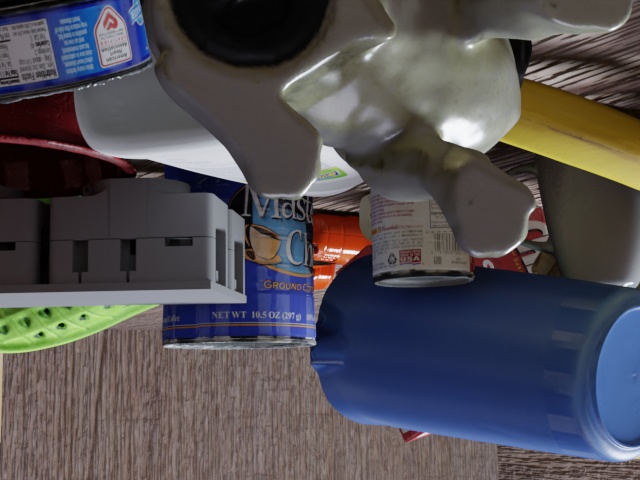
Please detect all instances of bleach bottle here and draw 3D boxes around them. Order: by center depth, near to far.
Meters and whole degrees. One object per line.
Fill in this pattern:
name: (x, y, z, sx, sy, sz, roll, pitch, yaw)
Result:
bleach bottle: (-0.030, -0.060, 0.579, 0.103, 0.068, 0.250, -3, 174, 15)

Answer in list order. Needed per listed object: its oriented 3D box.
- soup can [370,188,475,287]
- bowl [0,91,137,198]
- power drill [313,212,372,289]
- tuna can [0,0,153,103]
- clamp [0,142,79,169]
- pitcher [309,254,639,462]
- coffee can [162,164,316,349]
soup can: (0.066, -0.023, 0.700, 0.068, 0.102, 0.068, -1, 172, 0)
bowl: (-0.179, -0.062, 0.566, 0.162, 0.055, 0.162, -1, 172, 0)
power drill: (0.025, 0.013, 1.113, 0.184, 0.057, 0.188, 8, 166, -31)
tuna can: (-0.111, -0.079, 0.418, 0.086, 0.034, 0.086, -8, -162, 2)
clamp: (-0.218, -0.053, 0.692, 0.210, 0.036, 0.164, -3, 173, 39)
pitcher: (0.125, 0.078, 0.747, 0.243, 0.149, 0.145, 3, 137, 51)
coffee can: (-0.055, 0.001, 0.717, 0.103, 0.140, 0.103, -1, 172, 0)
